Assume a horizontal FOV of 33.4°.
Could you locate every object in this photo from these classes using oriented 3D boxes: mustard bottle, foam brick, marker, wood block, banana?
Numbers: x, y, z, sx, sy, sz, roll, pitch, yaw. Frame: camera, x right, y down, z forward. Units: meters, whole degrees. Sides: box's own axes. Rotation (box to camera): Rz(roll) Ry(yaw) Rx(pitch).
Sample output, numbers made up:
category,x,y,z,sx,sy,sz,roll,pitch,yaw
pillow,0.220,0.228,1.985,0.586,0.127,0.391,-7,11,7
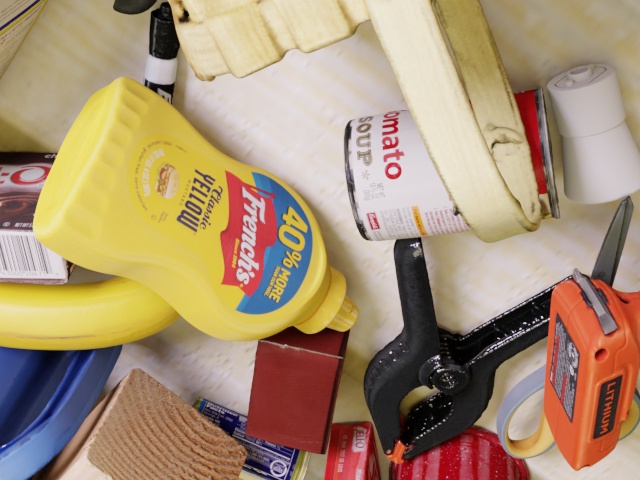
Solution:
category,x,y,z,sx,sy,sz,roll,pitch,yaw
mustard bottle,-0.053,0.001,0.580,0.191,0.096,0.058,33,148,-29
foam brick,-0.013,0.081,0.651,0.051,0.053,0.078,11,121,3
marker,-0.091,-0.074,0.591,0.020,0.020,0.121,14,122,1
wood block,-0.148,0.186,0.651,0.090,0.090,0.206,39,118,-10
banana,-0.154,0.032,0.608,0.197,0.069,0.037,-4,137,-9

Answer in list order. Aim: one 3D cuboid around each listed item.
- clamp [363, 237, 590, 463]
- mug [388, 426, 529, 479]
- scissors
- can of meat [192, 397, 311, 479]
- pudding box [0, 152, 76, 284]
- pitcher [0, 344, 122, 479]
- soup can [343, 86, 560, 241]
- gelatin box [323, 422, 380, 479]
category,x,y,z,sx,sy,sz,roll,pitch,yaw
clamp,0.067,0.064,0.633,0.120,0.039,0.172,27,119,-12
mug,0.079,0.186,0.681,0.093,0.081,0.117,34,120,-11
scissors,0.166,0.060,0.609,0.096,0.016,0.202,10,129,-16
can of meat,-0.062,0.161,0.706,0.084,0.057,0.102,23,121,-2
pudding box,-0.183,-0.016,0.600,0.113,0.090,0.039,4,123,7
pitcher,-0.216,0.122,0.599,0.145,0.242,0.149,23,119,-7
soup can,0.069,-0.038,0.556,0.102,0.068,0.068,-7,119,14
gelatin box,0.023,0.174,0.689,0.030,0.073,0.089,-3,119,10
